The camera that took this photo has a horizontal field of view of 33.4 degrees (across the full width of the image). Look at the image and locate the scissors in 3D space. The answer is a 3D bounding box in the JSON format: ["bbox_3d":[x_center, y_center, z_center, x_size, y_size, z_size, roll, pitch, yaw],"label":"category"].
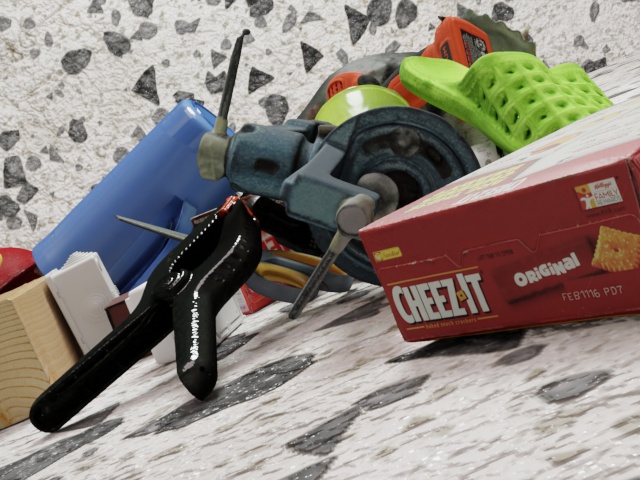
[{"bbox_3d":[-0.075,0.013,0.805,0.202,0.016,0.096,12,16,7],"label":"scissors"}]

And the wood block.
[{"bbox_3d":[-0.267,0.095,0.902,0.090,0.091,0.206,-23,6,-5],"label":"wood block"}]

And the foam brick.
[{"bbox_3d":[-0.150,0.067,0.922,0.053,0.051,0.078,-23,5,-1],"label":"foam brick"}]

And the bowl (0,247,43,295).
[{"bbox_3d":[-0.373,0.059,1.200,0.162,0.055,0.162,-45,-4,-4],"label":"bowl"}]

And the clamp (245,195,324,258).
[{"bbox_3d":[-0.011,-0.004,0.881,0.039,0.120,0.171,-64,7,-7],"label":"clamp"}]

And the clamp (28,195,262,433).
[{"bbox_3d":[-0.088,0.042,0.710,0.165,0.036,0.209,-12,33,44],"label":"clamp"}]

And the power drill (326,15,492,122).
[{"bbox_3d":[0.081,-0.106,0.994,0.057,0.184,0.188,13,-32,-42],"label":"power drill"}]

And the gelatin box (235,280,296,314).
[{"bbox_3d":[-0.068,0.044,0.945,0.089,0.030,0.073,-17,7,44],"label":"gelatin box"}]

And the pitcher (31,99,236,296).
[{"bbox_3d":[-0.181,-0.026,1.144,0.243,0.149,0.145,-47,-12,8],"label":"pitcher"}]

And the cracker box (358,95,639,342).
[{"bbox_3d":[0.152,-0.025,0.532,0.213,0.072,0.164,-27,7,-39],"label":"cracker box"}]
